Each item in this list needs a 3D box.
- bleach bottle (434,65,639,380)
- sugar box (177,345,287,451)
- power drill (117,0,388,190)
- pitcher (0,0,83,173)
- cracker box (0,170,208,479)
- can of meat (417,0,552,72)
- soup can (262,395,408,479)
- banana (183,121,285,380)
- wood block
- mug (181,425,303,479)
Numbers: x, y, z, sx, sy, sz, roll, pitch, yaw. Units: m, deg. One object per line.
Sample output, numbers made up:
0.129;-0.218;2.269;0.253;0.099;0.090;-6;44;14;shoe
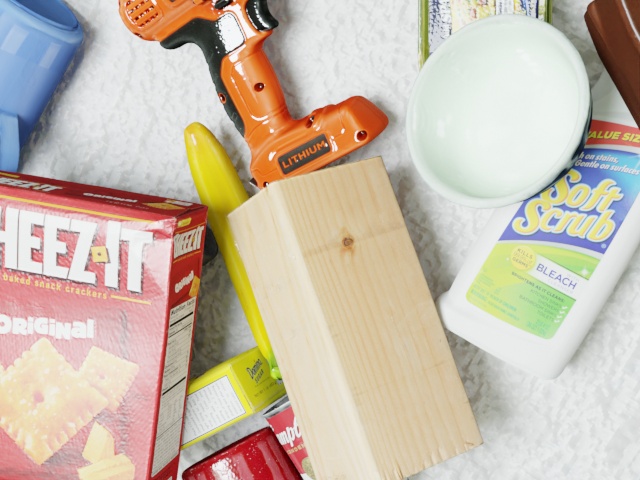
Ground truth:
0.174;-0.038;0.711;0.103;0.068;0.251;29;104;16;bleach bottle
-0.111;0.138;0.821;0.176;0.093;0.048;-27;87;21;sugar box
-0.031;-0.141;0.745;0.185;0.057;0.187;-27;99;31;power drill
-0.285;-0.088;0.828;0.149;0.145;0.243;35;106;-9;pitcher
-0.175;0.070;0.738;0.164;0.072;0.214;10;101;11;cracker box
0.111;-0.160;0.715;0.084;0.057;0.102;2;100;17;can of meat
0.012;0.154;0.794;0.069;0.068;0.102;-33;87;21;soup can
-0.055;0.007;0.796;0.037;0.070;0.198;-21;84;-8;banana
0.022;0.059;0.733;0.090;0.090;0.206;-30;78;61;wood block
-0.058;0.198;0.821;0.081;0.093;0.117;63;149;5;mug
